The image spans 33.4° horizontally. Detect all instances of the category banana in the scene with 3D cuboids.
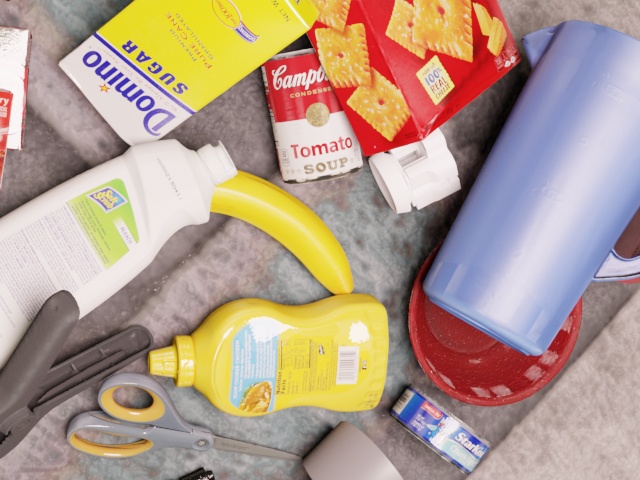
[{"bbox_3d":[-0.051,-0.016,0.864,0.197,0.037,0.070,21,112,-16],"label":"banana"}]

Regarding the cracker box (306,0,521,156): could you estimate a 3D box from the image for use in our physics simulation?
[{"bbox_3d":[0.057,-0.197,0.821,0.163,0.072,0.213,-38,109,-42],"label":"cracker box"}]

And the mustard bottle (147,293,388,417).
[{"bbox_3d":[-0.043,0.094,0.864,0.191,0.058,0.096,-1,108,-17],"label":"mustard bottle"}]

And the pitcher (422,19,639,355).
[{"bbox_3d":[0.192,-0.032,0.827,0.144,0.149,0.243,31,89,-36],"label":"pitcher"}]

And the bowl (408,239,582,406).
[{"bbox_3d":[0.141,0.058,0.919,0.162,0.055,0.162,-2,97,-17],"label":"bowl"}]

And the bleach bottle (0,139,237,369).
[{"bbox_3d":[-0.173,0.006,0.793,0.250,0.068,0.102,-30,98,-5],"label":"bleach bottle"}]

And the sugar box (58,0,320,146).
[{"bbox_3d":[-0.098,-0.147,0.779,0.176,0.048,0.093,-33,108,25],"label":"sugar box"}]

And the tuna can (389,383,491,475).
[{"bbox_3d":[0.100,0.160,0.903,0.086,0.086,0.034,39,86,-17],"label":"tuna can"}]

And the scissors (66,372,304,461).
[{"bbox_3d":[-0.100,0.146,0.857,0.201,0.016,0.096,4,127,-17],"label":"scissors"}]

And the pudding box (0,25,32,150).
[{"bbox_3d":[-0.272,-0.115,0.780,0.113,0.039,0.090,4,96,-17],"label":"pudding box"}]

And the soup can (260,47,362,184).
[{"bbox_3d":[-0.007,-0.101,0.849,0.068,0.069,0.102,-13,101,-16],"label":"soup can"}]

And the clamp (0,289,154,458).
[{"bbox_3d":[-0.220,0.120,0.789,0.210,0.164,0.036,-43,71,6],"label":"clamp"}]
